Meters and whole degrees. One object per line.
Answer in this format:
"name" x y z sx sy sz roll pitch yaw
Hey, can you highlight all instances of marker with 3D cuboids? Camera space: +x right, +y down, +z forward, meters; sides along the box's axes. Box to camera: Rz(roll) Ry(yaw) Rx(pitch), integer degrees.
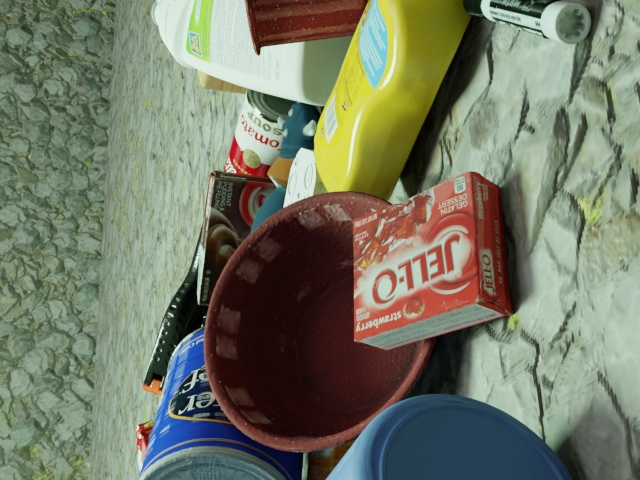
"marker" 0.101 -0.117 0.543 0.121 0.020 0.020 -129 47 -68

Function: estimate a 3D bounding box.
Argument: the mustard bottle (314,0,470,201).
"mustard bottle" 0.048 -0.115 0.653 0.192 0.058 0.096 112 163 -45

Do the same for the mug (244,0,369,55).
"mug" -0.009 -0.173 0.701 0.117 0.081 0.093 -87 -10 -78

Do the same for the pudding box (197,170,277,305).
"pudding box" -0.056 0.001 0.913 0.039 0.090 0.113 -127 44 -71

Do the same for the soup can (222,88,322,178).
"soup can" -0.043 -0.088 0.934 0.102 0.068 0.068 112 157 -46

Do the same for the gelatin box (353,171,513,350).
"gelatin box" 0.057 0.012 0.570 0.089 0.030 0.073 -22 58 42

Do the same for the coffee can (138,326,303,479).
"coffee can" -0.061 0.133 0.697 0.140 0.102 0.103 -86 9 -61

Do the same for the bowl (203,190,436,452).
"bowl" 0.010 0.054 0.649 0.162 0.055 0.162 -14 62 27

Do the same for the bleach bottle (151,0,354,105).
"bleach bottle" -0.064 -0.180 0.876 0.251 0.067 0.102 25 111 48

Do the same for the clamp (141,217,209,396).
"clamp" -0.117 0.057 1.044 0.164 0.036 0.210 81 -152 -70
